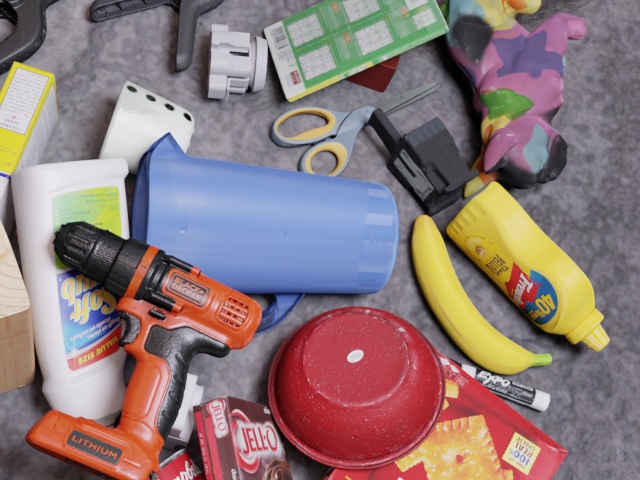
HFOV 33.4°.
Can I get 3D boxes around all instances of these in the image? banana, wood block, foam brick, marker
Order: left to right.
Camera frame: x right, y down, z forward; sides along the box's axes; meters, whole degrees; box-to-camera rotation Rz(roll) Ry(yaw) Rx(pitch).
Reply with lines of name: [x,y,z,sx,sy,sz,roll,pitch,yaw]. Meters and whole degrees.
wood block: [-0.288,0.063,0.865,0.090,0.206,0.090,-19,73,-21]
foam brick: [0.058,-0.209,1.148,0.053,0.051,0.078,18,65,-6]
banana: [0.143,0.064,1.064,0.069,0.037,0.198,-31,78,-41]
marker: [0.165,0.139,1.044,0.121,0.020,0.020,20,65,-4]

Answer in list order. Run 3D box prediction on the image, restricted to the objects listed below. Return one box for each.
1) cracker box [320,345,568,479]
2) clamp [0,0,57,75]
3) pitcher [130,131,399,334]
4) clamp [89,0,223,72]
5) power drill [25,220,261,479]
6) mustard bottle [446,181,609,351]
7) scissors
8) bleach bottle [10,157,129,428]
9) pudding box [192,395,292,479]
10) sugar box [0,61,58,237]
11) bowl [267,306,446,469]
cracker box: [0.096,0.226,0.962,0.164,0.072,0.213,39,65,5]
clamp: [-0.323,-0.250,1.082,0.164,0.036,0.210,25,65,-3]
pitcher: [-0.057,0.001,0.999,0.242,0.149,0.145,4,53,-16]
clamp: [-0.143,-0.251,1.124,0.120,0.039,0.171,43,65,5]
power drill: [-0.161,0.092,0.860,0.184,0.057,0.187,25,70,-3]
mustard bottle: [0.212,0.034,1.057,0.058,0.096,0.192,-40,81,-25]
scissors: [0.048,-0.113,1.125,0.201,0.016,0.096,-10,72,-17]
bleach bottle: [-0.205,0.057,0.939,0.102,0.068,0.251,-9,92,-38]
pudding box: [-0.064,0.186,0.920,0.039,0.113,0.090,-17,70,15]
sugar box: [-0.292,-0.065,0.981,0.048,0.093,0.176,19,64,-3]
bowl: [0.031,0.116,0.942,0.162,0.055,0.162,-2,56,2]
